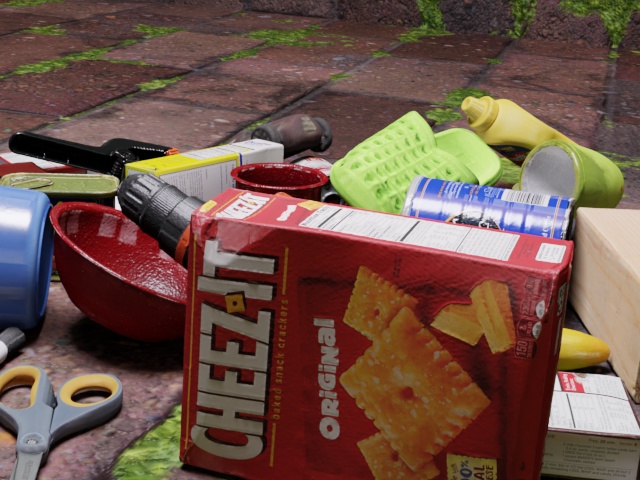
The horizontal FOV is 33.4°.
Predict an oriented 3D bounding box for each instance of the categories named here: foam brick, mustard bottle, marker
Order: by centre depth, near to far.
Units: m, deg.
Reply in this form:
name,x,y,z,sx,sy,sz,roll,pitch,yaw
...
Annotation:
name,x,y,z,sx,sy,sz,roll,pitch,yaw
marker,-0.240,0.088,0.739,0.020,0.020,0.121,8,19,12
foam brick,-0.300,-0.044,1.076,0.051,0.053,0.078,-10,22,-36
mustard bottle,0.243,-0.119,1.269,0.191,0.058,0.096,28,-4,-27

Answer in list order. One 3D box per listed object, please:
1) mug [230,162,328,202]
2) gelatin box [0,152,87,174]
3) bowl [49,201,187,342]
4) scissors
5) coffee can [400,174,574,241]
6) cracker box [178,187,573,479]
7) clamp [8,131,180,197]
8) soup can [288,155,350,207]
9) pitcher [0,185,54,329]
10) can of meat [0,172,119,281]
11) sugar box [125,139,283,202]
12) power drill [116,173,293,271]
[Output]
name,x,y,z,sx,sy,sz,roll,pitch,yaw
mug,-0.035,-0.020,1.010,0.093,0.081,0.117,-8,22,-32
gelatin box,-0.317,-0.078,1.211,0.073,0.030,0.089,-12,25,-37
bowl,-0.142,0.032,0.824,0.162,0.055,0.162,26,13,-7
scissors,-0.158,0.123,0.657,0.096,0.016,0.202,-3,20,-21
coffee can,0.146,0.002,0.945,0.140,0.103,0.102,9,19,16
cracker box,0.028,0.069,0.623,0.214,0.164,0.072,9,17,16
clamp,-0.231,-0.084,1.185,0.165,0.036,0.209,32,23,12
soup can,-0.001,-0.047,1.113,0.068,0.068,0.102,-2,16,-17
pitcher,-0.331,-0.003,0.815,0.242,0.149,0.145,5,6,-8
can of meat,-0.230,-0.012,0.940,0.102,0.084,0.057,1,19,-9
sugar box,-0.110,-0.041,1.040,0.048,0.093,0.175,15,20,35
power drill,-0.056,0.001,0.869,0.184,0.057,0.187,35,17,15
